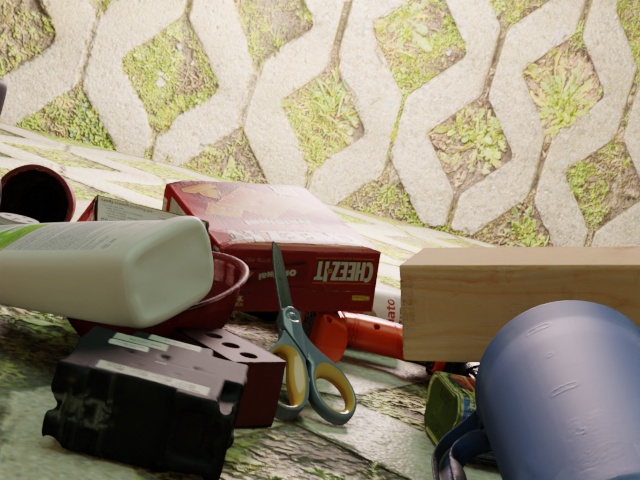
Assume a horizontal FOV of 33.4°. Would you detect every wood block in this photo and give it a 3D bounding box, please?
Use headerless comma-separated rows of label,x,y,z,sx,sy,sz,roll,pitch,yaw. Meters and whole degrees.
wood block,0.182,0.056,0.943,0.206,0.090,0.090,0,9,20

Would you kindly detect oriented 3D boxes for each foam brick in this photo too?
foam brick,-0.073,0.101,0.794,0.052,0.051,0.078,8,10,-45

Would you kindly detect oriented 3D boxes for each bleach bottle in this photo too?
bleach bottle,-0.212,0.017,0.831,0.251,0.068,0.102,4,20,33

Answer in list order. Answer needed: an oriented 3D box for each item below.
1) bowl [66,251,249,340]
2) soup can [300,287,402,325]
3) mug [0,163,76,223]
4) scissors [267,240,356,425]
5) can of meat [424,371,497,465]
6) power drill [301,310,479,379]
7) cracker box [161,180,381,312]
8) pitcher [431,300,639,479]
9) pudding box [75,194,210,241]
bowl,-0.136,0.058,0.875,0.162,0.055,0.162,-4,17,1
soup can,0.038,0.080,1.159,0.102,0.068,0.069,13,7,-24
mug,-0.328,-0.036,1.273,0.117,0.093,0.081,45,-2,-7
scissors,-0.010,0.080,0.892,0.096,0.016,0.201,28,33,-14
can of meat,0.136,0.147,0.868,0.084,0.057,0.102,11,6,-8
power drill,0.078,0.111,1.052,0.187,0.057,0.184,15,8,-13
cracker box,-0.057,0.001,1.074,0.164,0.072,0.214,1,18,-23
pitcher,0.161,0.141,0.650,0.145,0.149,0.242,20,16,-2
pudding box,-0.169,0.005,0.971,0.113,0.039,0.090,12,-32,-30
